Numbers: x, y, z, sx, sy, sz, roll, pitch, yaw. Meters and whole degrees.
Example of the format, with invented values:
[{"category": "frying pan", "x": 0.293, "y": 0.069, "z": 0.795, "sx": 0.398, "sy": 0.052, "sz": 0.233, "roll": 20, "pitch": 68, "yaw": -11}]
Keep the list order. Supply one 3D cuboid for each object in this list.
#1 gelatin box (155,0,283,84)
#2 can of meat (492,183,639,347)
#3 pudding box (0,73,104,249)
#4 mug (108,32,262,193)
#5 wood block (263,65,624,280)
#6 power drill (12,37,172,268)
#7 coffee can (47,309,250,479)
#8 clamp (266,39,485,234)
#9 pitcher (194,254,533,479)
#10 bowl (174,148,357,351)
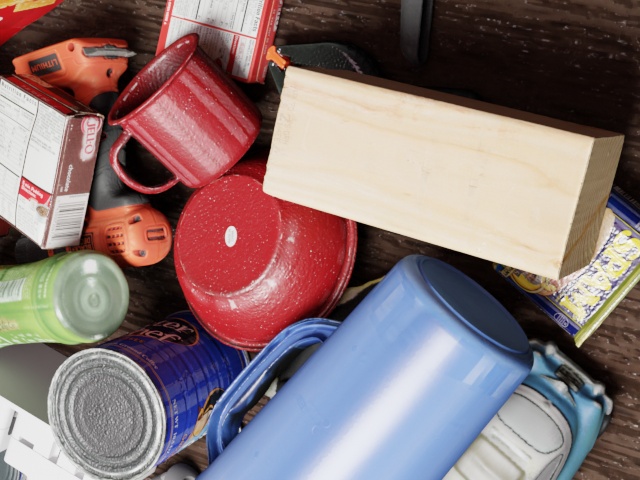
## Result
[{"category": "gelatin box", "x": -0.078, "y": -0.168, "z": 0.832, "sx": 0.089, "sy": 0.030, "sz": 0.073, "roll": 19, "pitch": 104, "yaw": 19}, {"category": "can of meat", "x": 0.181, "y": 0.007, "z": 0.735, "sx": 0.084, "sy": 0.057, "sz": 0.102, "roll": 42, "pitch": 111, "yaw": 15}, {"category": "pudding box", "x": -0.216, "y": -0.062, "z": 0.824, "sx": 0.090, "sy": 0.039, "sz": 0.113, "roll": 31, "pitch": 114, "yaw": 33}, {"category": "mug", "x": -0.105, "y": -0.085, "z": 0.798, "sx": 0.117, "sy": 0.093, "sz": 0.081, "roll": -49, "pitch": 115, "yaw": -9}, {"category": "wood block", "x": 0.078, "y": -0.049, "z": 0.699, "sx": 0.206, "sy": 0.090, "sz": 0.090, "roll": 17, "pitch": 103, "yaw": 25}, {"category": "power drill", "x": -0.201, "y": -0.063, "z": 0.875, "sx": 0.185, "sy": 0.057, "sz": 0.187, "roll": -7, "pitch": 93, "yaw": 40}, {"category": "coffee can", "x": -0.130, "y": 0.118, "z": 0.837, "sx": 0.103, "sy": 0.140, "sz": 0.103, "roll": 4, "pitch": 100, "yaw": 22}, {"category": "clamp", "x": 0.027, "y": -0.086, "z": 0.796, "sx": 0.172, "sy": 0.039, "sz": 0.120, "roll": 30, "pitch": 104, "yaw": 21}, {"category": "pitcher", "x": 0.020, "y": 0.123, "z": 0.714, "sx": 0.149, "sy": 0.145, "sz": 0.243, "roll": 37, "pitch": 108, "yaw": -4}, {"category": "bowl", "x": -0.055, "y": 0.001, "z": 0.807, "sx": 0.162, "sy": 0.055, "sz": 0.162, "roll": -7, "pitch": 76, "yaw": 28}]
